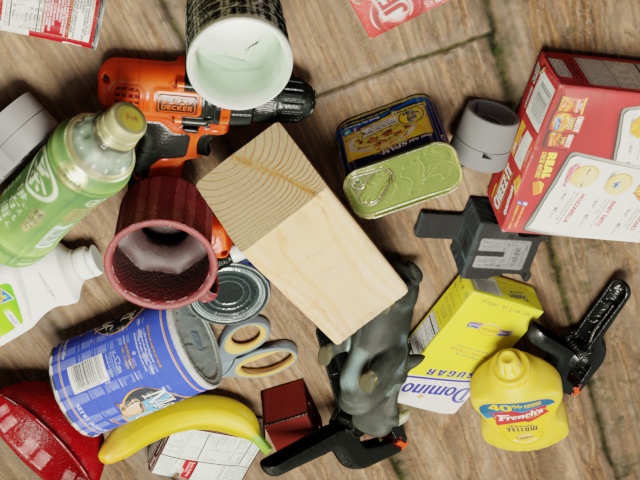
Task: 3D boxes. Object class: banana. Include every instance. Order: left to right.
[{"bbox_3d":[-0.143,0.196,1.131,0.197,0.070,0.037,2,136,-30],"label":"banana"}]

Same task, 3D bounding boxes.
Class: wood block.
[{"bbox_3d":[-0.010,-0.001,0.947,0.090,0.091,0.206,-37,144,3],"label":"wood block"}]

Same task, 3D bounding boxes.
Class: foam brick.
[{"bbox_3d":[-0.029,0.203,1.186,0.051,0.053,0.078,-17,131,5],"label":"foam brick"}]

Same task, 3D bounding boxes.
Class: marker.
[{"bbox_3d":[-0.057,0.001,1.013,0.121,0.020,0.020,-25,131,-10],"label":"marker"}]

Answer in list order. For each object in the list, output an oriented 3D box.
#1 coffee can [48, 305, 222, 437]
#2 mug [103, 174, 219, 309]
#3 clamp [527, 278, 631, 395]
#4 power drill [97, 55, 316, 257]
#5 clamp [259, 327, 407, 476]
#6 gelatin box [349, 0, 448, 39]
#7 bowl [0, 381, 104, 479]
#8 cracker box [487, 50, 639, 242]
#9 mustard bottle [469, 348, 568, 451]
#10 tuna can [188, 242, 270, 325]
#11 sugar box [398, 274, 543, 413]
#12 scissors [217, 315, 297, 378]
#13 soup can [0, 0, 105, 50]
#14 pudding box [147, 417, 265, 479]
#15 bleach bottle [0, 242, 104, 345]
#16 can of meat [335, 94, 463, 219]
[{"bbox_3d":[-0.183,0.123,1.064,0.140,0.103,0.102,-24,129,11],"label":"coffee can"},{"bbox_3d":[-0.126,0.005,0.911,0.093,0.081,0.117,-33,122,19],"label":"mug"},{"bbox_3d":[0.266,0.117,1.149,0.120,0.039,0.171,-15,137,-14],"label":"clamp"},{"bbox_3d":[-0.105,-0.073,0.943,0.184,0.057,0.188,5,126,-8],"label":"power drill"},{"bbox_3d":[0.024,0.204,1.161,0.209,0.036,0.164,42,72,-44],"label":"clamp"},{"bbox_3d":[0.053,-0.216,0.861,0.073,0.030,0.089,-24,129,12],"label":"gelatin box"},{"bbox_3d":[-0.278,0.200,1.115,0.162,0.055,0.162,29,145,23],"label":"bowl"},{"bbox_3d":[0.281,-0.081,0.982,0.213,0.072,0.164,4,130,-13],"label":"cracker box"},{"bbox_3d":[0.210,0.165,1.135,0.096,0.058,0.191,-6,147,14],"label":"mustard bottle"},{"bbox_3d":[-0.092,0.043,1.055,0.086,0.034,0.086,-4,130,-5],"label":"tuna can"},{"bbox_3d":[0.147,0.111,1.139,0.093,0.048,0.176,16,124,-24],"label":"sugar box"},{"bbox_3d":[-0.125,0.130,1.135,0.202,0.016,0.096,-13,130,2],"label":"scissors"},{"bbox_3d":[-0.217,-0.190,0.819,0.102,0.068,0.069,9,128,-15],"label":"soup can"},{"bbox_3d":[-0.129,0.232,1.206,0.113,0.039,0.090,14,126,-21],"label":"pudding box"},{"bbox_3d":[-0.324,0.067,1.024,0.251,0.068,0.102,-21,130,6],"label":"bleach bottle"},{"bbox_3d":[0.066,-0.076,0.945,0.102,0.084,0.057,-19,130,7],"label":"can of meat"}]
